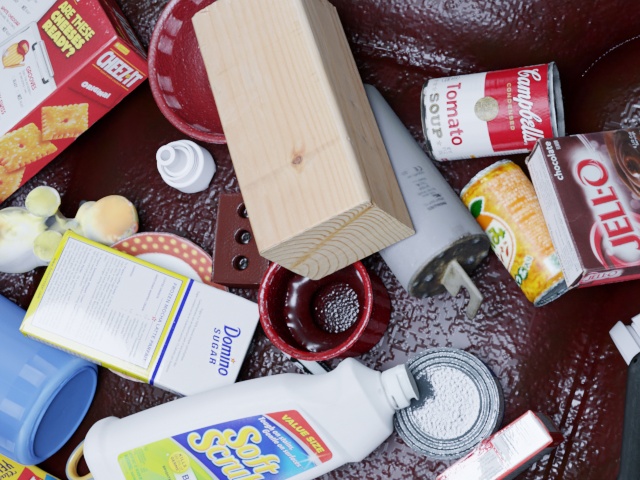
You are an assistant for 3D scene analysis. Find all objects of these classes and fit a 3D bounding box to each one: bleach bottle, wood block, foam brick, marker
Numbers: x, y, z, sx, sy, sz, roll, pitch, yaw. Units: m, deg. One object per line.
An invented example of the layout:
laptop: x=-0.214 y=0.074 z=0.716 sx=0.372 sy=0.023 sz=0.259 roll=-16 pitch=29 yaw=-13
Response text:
bleach bottle: x=-0.048 y=0.146 z=0.822 sx=0.251 sy=0.068 sz=0.102 roll=-23 pitch=101 yaw=10
wood block: x=-0.015 y=-0.088 z=0.796 sx=0.091 sy=0.090 sz=0.206 roll=-26 pitch=65 yaw=20
foam brick: x=-0.056 y=0.001 z=0.898 sx=0.053 sy=0.051 sz=0.078 roll=1 pitch=81 yaw=19
marker: x=-0.006 y=0.104 z=0.880 sx=0.121 sy=0.020 sz=0.020 roll=41 pitch=95 yaw=21

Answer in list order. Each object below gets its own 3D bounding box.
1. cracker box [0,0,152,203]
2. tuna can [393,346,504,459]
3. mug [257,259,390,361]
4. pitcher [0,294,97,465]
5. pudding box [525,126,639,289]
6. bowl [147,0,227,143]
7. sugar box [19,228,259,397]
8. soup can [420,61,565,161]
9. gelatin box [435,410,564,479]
cracker box: x=-0.275 y=-0.154 z=0.982 sx=0.214 sy=0.072 sz=0.164 roll=-38 pitch=59 yaw=9
tuna can: x=0.099 y=0.127 z=0.831 sx=0.086 sy=0.033 sz=0.086 roll=-3 pitch=79 yaw=19
mug: x=0.010 y=0.040 z=0.852 sx=0.093 sy=0.081 sz=0.117 roll=9 pitch=84 yaw=21
pitcher: x=-0.322 y=0.091 z=0.918 sx=0.243 sy=0.149 sz=0.145 roll=27 pitch=130 yaw=13
pudding box: x=0.212 y=-0.025 z=0.788 sx=0.090 sy=0.039 sz=0.113 roll=-8 pitch=64 yaw=-15
bowl: x=-0.067 y=-0.156 z=0.928 sx=0.162 sy=0.055 sz=0.162 roll=-4 pitch=79 yaw=19
sugar box: x=-0.145 y=0.067 z=0.879 sx=0.176 sy=0.048 sz=0.093 roll=23 pitch=75 yaw=-6
soup can: x=0.136 y=-0.100 z=0.840 sx=0.102 sy=0.068 sz=0.068 roll=-5 pitch=79 yaw=19
gelatin box: x=0.134 y=0.162 z=0.791 sx=0.089 sy=0.073 sz=0.030 roll=-38 pitch=70 yaw=10
